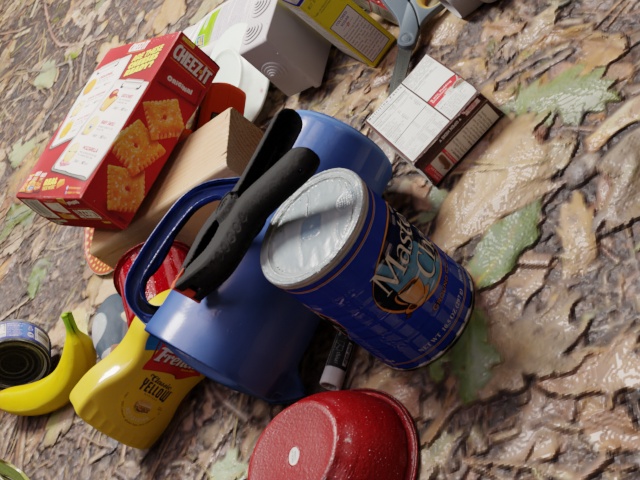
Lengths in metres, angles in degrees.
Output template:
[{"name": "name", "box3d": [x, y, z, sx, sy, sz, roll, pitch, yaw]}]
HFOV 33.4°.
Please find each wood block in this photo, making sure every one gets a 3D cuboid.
[{"name": "wood block", "box3d": [-0.142, -0.041, 1.147, 0.206, 0.090, 0.091, -29, 41, 30]}]

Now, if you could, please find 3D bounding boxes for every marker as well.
[{"name": "marker", "box3d": [0.027, 0.070, 0.908, 0.020, 0.020, 0.121, -9, 52, 46]}]

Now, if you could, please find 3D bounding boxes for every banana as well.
[{"name": "banana", "box3d": [-0.296, 0.151, 1.174, 0.198, 0.069, 0.037, -44, -10, 35]}]

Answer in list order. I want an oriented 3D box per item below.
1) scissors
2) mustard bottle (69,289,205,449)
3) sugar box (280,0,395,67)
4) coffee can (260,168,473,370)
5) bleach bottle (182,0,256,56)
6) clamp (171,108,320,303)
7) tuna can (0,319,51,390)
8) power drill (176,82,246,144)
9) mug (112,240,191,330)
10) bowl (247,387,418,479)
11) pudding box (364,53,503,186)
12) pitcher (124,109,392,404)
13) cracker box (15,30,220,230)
[{"name": "scissors", "box3d": [0.074, -0.214, 1.083, 0.096, 0.016, 0.201, 24, 76, 21]}, {"name": "mustard bottle", "box3d": [-0.141, 0.103, 1.007, 0.191, 0.096, 0.058, -50, 36, 2]}, {"name": "sugar box", "box3d": [-0.011, -0.254, 1.108, 0.048, 0.176, 0.093, -52, 33, 3]}, {"name": "coffee can", "box3d": [0.037, 0.024, 0.828, 0.103, 0.140, 0.103, -31, 39, 29]}, {"name": "bleach bottle", "box3d": [-0.106, -0.264, 1.336, 0.251, 0.068, 0.102, -7, 56, 49]}, {"name": "clamp", "box3d": [-0.059, -0.029, 0.841, 0.172, 0.039, 0.120, -48, 16, 21]}, {"name": "tuna can", "box3d": [-0.356, 0.134, 1.241, 0.086, 0.086, 0.034, -40, 37, 17]}, {"name": "power drill", "box3d": [-0.161, -0.147, 1.256, 0.188, 0.057, 0.184, 10, 91, 54]}, {"name": "mug", "box3d": [-0.146, 0.056, 1.076, 0.117, 0.093, 0.081, -14, 42, -9]}, {"name": "bowl", "box3d": [-0.005, 0.175, 0.816, 0.162, 0.055, 0.162, -30, 40, 29]}, {"name": "pudding box", "box3d": [0.101, -0.112, 0.972, 0.090, 0.039, 0.114, -48, 32, 7]}, {"name": "pitcher", "box3d": [-0.047, 0.007, 0.930, 0.145, 0.149, 0.243, 15, 73, 55]}, {"name": "cracker box", "box3d": [-0.220, -0.116, 1.164, 0.164, 0.072, 0.213, 3, 59, 51]}]
